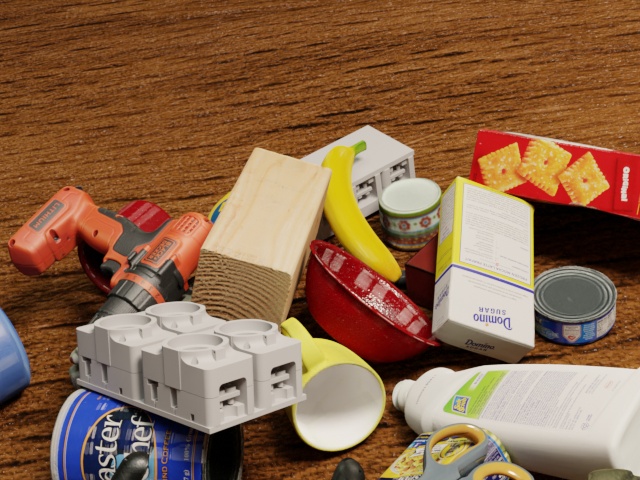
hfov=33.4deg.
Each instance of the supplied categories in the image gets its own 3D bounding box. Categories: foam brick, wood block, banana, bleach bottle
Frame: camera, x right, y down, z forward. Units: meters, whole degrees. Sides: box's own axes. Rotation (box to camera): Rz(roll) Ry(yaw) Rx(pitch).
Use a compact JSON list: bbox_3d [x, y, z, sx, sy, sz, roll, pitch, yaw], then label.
[{"bbox_3d":[0.132,0.030,1.117,0.051,0.053,0.078,21,46,35],"label":"foam brick"},{"bbox_3d":[-0.056,0.002,1.066,0.090,0.091,0.206,16,33,3],"label":"wood block"},{"bbox_3d":[0.036,-0.037,1.164,0.069,0.037,0.198,-7,56,-7],"label":"banana"},{"bbox_3d":[0.166,0.143,0.908,0.251,0.068,0.102,2,39,48],"label":"bleach bottle"}]

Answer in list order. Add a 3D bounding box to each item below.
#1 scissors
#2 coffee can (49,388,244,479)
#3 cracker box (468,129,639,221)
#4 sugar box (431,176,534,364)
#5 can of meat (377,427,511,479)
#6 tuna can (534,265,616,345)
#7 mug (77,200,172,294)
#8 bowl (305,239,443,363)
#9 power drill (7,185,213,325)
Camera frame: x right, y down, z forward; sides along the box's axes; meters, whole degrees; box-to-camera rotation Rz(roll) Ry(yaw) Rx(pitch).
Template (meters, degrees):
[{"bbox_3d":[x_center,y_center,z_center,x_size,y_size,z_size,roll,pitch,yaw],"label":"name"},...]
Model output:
[{"bbox_3d":[0.087,0.189,0.756,0.096,0.016,0.201,25,29,20],"label":"scissors"},{"bbox_3d":[-0.149,0.185,0.931,0.140,0.103,0.102,1,37,14],"label":"coffee can"},{"bbox_3d":[0.288,-0.064,1.135,0.214,0.072,0.163,14,7,29],"label":"cracker box"},{"bbox_3d":[0.162,0.028,1.054,0.093,0.048,0.176,19,54,-12],"label":"sugar box"},{"bbox_3d":[0.096,0.199,0.869,0.083,0.057,0.102,-39,13,-37],"label":"can of meat"},{"bbox_3d":[0.249,0.064,1.058,0.086,0.034,0.086,-7,36,5],"label":"tuna can"},{"bbox_3d":[-0.201,0.008,1.195,0.117,0.093,0.081,6,34,29],"label":"mug"},{"bbox_3d":[0.040,0.069,1.040,0.055,0.161,0.162,-53,38,11],"label":"bowl"},{"bbox_3d":[-0.220,0.025,1.068,0.188,0.057,0.184,20,52,28],"label":"power drill"}]
